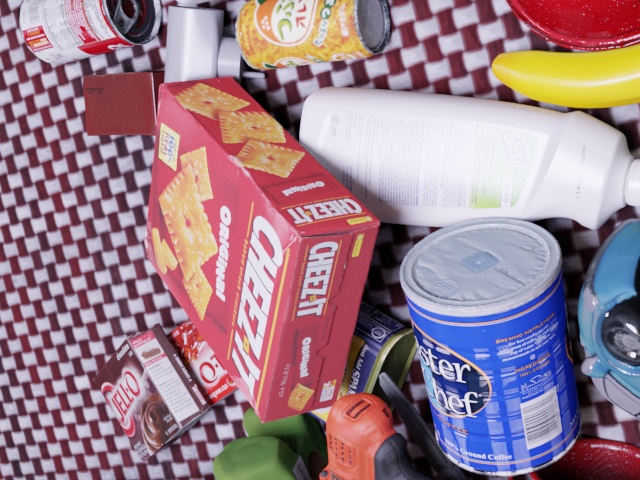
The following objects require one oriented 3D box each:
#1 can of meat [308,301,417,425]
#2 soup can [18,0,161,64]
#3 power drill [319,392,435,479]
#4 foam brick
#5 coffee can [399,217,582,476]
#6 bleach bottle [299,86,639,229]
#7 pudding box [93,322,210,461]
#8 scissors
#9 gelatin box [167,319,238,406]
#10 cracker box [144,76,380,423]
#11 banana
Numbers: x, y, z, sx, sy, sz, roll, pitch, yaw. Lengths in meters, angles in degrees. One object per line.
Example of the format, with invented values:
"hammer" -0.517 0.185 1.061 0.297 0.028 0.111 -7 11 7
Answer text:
"can of meat" 0.019 0.095 0.830 0.084 0.057 0.102 29 114 26
"soup can" -0.193 -0.188 0.890 0.102 0.068 0.068 -6 98 33
"power drill" 0.079 0.211 0.739 0.188 0.057 0.184 27 140 34
"foam brick" -0.152 -0.115 0.891 0.078 0.051 0.053 4 102 31
"coffee can" 0.116 0.070 0.710 0.103 0.102 0.140 5 126 30
"bleach bottle" 0.108 -0.047 0.742 0.251 0.068 0.102 11 109 27
"pudding box" -0.149 0.134 0.931 0.090 0.039 0.114 56 142 8
"scissors" 0.091 0.193 0.805 0.202 0.016 0.096 44 128 1
"gelatin box" -0.082 0.090 0.905 0.089 0.030 0.073 -37 81 32
"cracker box" -0.055 0.001 0.781 0.214 0.072 0.164 48 138 42
"banana" 0.205 -0.122 0.682 0.198 0.037 0.069 -21 70 32
